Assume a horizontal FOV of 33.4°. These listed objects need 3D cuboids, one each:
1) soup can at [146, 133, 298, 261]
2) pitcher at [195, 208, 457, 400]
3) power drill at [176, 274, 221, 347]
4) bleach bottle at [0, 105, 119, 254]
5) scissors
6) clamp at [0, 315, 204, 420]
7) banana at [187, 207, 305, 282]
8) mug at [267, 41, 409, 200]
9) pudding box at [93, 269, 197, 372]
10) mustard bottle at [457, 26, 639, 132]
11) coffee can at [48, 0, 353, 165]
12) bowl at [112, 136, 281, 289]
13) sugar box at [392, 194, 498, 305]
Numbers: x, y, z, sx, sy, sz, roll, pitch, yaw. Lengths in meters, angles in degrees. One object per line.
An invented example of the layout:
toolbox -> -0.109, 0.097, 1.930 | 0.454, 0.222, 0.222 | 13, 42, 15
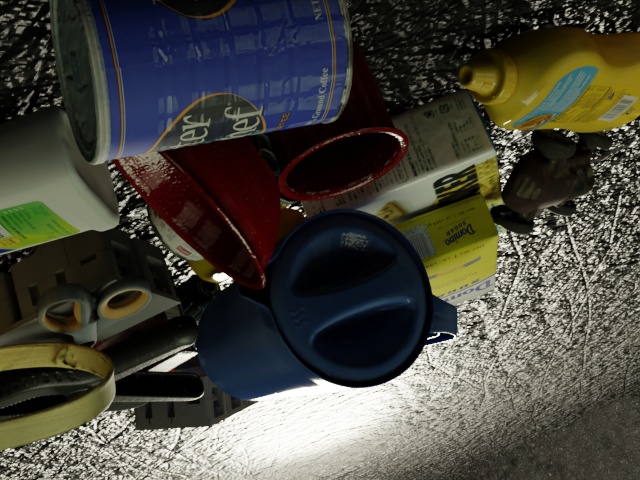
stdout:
soup can -> -0.072, -0.035, 0.804 | 0.102, 0.068, 0.068 | -30, 157, 27
pitcher -> -0.010, 0.070, 0.883 | 0.144, 0.149, 0.243 | -39, -176, -26
power drill -> -0.091, 0.078, 1.091 | 0.187, 0.057, 0.185 | -2, 157, -34
bleach bottle -> -0.267, -0.010, 0.700 | 0.251, 0.068, 0.102 | -19, 159, 3
scissors -> -0.175, 0.071, 0.872 | 0.096, 0.016, 0.202 | -17, 159, -5
clamp -> -0.193, 0.113, 0.882 | 0.209, 0.036, 0.165 | -8, 154, -15
banana -> -0.074, 0.004, 0.914 | 0.069, 0.037, 0.198 | -6, 168, -20
mug -> 0.002, -0.080, 0.737 | 0.093, 0.081, 0.117 | -17, 159, -9
pudding box -> -0.177, 0.088, 0.987 | 0.114, 0.090, 0.039 | -28, 160, 20
mustard bottle -> 0.180, -0.123, 0.824 | 0.191, 0.058, 0.096 | -4, 153, -37
coffee can -> -0.067, -0.104, 0.583 | 0.140, 0.103, 0.103 | -12, 158, -21
bowl -> -0.078, -0.043, 0.704 | 0.055, 0.162, 0.162 | -46, 165, -15
sugar box -> 0.108, 0.021, 0.948 | 0.093, 0.048, 0.176 | -20, 159, 2
